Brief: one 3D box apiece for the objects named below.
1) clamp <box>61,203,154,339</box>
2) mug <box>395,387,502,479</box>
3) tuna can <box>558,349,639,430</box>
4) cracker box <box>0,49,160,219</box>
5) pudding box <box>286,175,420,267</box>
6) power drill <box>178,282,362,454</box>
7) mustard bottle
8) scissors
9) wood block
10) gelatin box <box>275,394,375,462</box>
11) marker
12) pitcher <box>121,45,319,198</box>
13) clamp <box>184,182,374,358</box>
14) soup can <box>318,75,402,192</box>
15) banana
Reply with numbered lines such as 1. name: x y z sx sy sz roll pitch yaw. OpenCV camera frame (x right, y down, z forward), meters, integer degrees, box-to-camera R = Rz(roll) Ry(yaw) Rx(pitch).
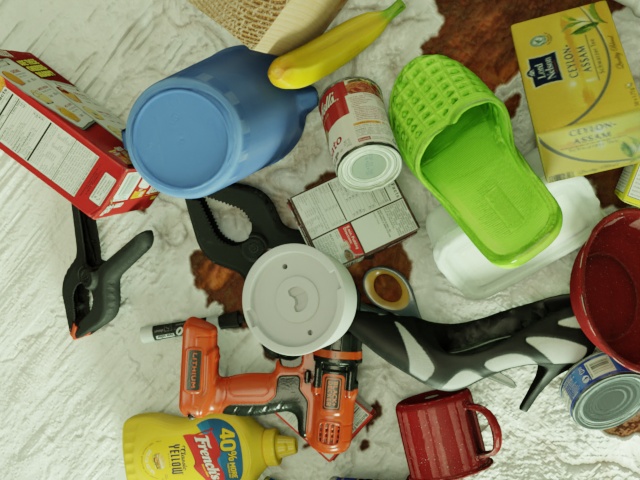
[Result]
1. clamp: -0.252 0.027 1.177 0.120 0.039 0.172 44 118 29
2. mug: 0.133 0.198 1.099 0.117 0.093 0.081 -14 89 43
3. tuna can: 0.286 0.151 1.071 0.086 0.034 0.086 -9 132 -10
4. cracker box: -0.272 -0.112 1.109 0.214 0.164 0.072 36 101 4
5. pudding box: 0.034 -0.026 1.104 0.113 0.039 0.090 -25 83 -7
6. power drill: -0.050 0.124 1.117 0.188 0.057 0.184 5 90 7
7. mustard bottle: -0.119 0.233 1.175 0.192 0.058 0.096 -7 90 12
8. scissors: 0.118 0.088 1.131 0.202 0.016 0.096 13 99 9
9. wood block: -0.047 -0.238 1.027 0.090 0.206 0.091 38 102 5
10. gelatin box: 0.004 0.184 1.159 0.089 0.030 0.073 41 101 5
11. marker: -0.141 0.095 1.182 0.121 0.020 0.020 -10 95 13
12. pitcher: -0.109 -0.113 1.036 0.145 0.242 0.149 37 107 0
13. clamp: -0.058 0.001 1.145 0.165 0.036 0.210 -41 92 12
14. soup can: 0.040 -0.107 1.071 0.068 0.068 0.102 -25 48 13
15. banana: 0.004 -0.189 1.058 0.037 0.197 0.070 47 143 7
